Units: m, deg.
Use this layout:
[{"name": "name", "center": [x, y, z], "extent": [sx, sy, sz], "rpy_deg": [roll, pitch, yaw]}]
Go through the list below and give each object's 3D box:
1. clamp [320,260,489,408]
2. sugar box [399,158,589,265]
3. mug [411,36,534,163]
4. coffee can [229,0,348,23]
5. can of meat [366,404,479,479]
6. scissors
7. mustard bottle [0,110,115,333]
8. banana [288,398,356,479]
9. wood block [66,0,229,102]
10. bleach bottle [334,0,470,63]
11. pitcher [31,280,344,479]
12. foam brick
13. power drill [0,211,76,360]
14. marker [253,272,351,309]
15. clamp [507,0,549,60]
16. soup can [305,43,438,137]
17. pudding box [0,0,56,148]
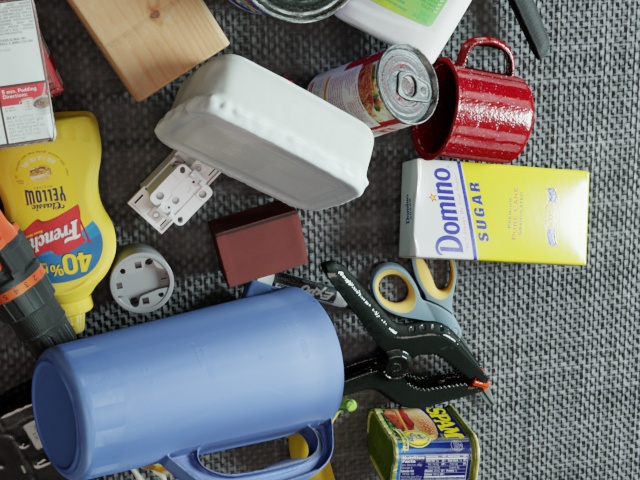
[{"name": "clamp", "center": [0.060, 0.120, 1.023], "extent": [0.209, 0.036, 0.165], "rpy_deg": [21, 112, -19]}, {"name": "sugar box", "center": [0.164, -0.025, 1.005], "extent": [0.176, 0.048, 0.093], "rpy_deg": [2, 88, -17]}, {"name": "mug", "center": [0.140, -0.124, 0.959], "extent": [0.081, 0.093, 0.117], "rpy_deg": [6, 106, -20]}, {"name": "coffee can", "center": [-0.031, -0.231, 0.861], "extent": [0.102, 0.140, 0.103], "rpy_deg": [-3, 105, -13]}, {"name": "can of meat", "center": [0.096, 0.199, 1.028], "extent": [0.083, 0.102, 0.057], "rpy_deg": [1, 105, -12]}, {"name": "scissors", "center": [0.108, 0.088, 1.046], "extent": [0.096, 0.016, 0.202], "rpy_deg": [-17, 108, -7]}, {"name": "mustard bottle", "center": [-0.227, -0.011, 0.915], "extent": [0.096, 0.058, 0.191], "rpy_deg": [-7, 107, -4]}, {"name": "banana", "center": [0.001, 0.215, 1.022], "extent": [0.037, 0.070, 0.198], "rpy_deg": [-31, 136, -32]}, {"name": "wood block", "center": [-0.171, -0.225, 0.856], "extent": [0.091, 0.090, 0.206], "rpy_deg": [-34, 109, -4]}, {"name": "bleach bottle", "center": [0.113, -0.281, 0.905], "extent": [0.102, 0.068, 0.251], "rpy_deg": [28, 100, 2]}, {"name": "pitcher", "center": [-0.106, 0.130, 0.893], "extent": [0.242, 0.149, 0.145], "rpy_deg": [-9, 110, -35]}, {"name": "foam brick", "center": [-0.056, 0.001, 0.964], "extent": [0.078, 0.053, 0.051], "rpy_deg": [-17, 108, -8]}, {"name": "power drill", "center": [-0.316, 0.051, 0.884], "extent": [0.188, 0.057, 0.184], "rpy_deg": [-25, 107, 11]}, {"name": "marker", "center": [-0.005, 0.048, 1.006], "extent": [0.121, 0.020, 0.020], "rpy_deg": [16, 100, -17]}, {"name": "clamp", "center": [0.163, -0.243, 0.958], "extent": [0.120, 0.039, 0.171], "rpy_deg": [11, 104, -12]}, {"name": "soup can", "center": [0.041, -0.122, 0.912], "extent": [0.068, 0.102, 0.068], "rpy_deg": [6, 80, -38]}, {"name": "pudding box", "center": [-0.254, -0.125, 0.812], "extent": [0.090, 0.039, 0.113], "rpy_deg": [-10, 103, -13]}]
